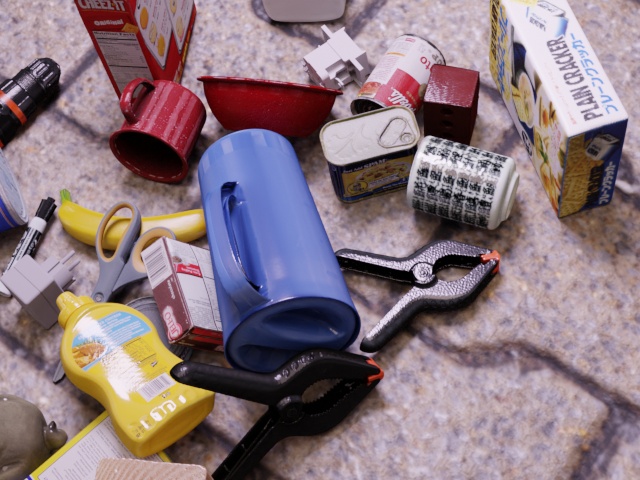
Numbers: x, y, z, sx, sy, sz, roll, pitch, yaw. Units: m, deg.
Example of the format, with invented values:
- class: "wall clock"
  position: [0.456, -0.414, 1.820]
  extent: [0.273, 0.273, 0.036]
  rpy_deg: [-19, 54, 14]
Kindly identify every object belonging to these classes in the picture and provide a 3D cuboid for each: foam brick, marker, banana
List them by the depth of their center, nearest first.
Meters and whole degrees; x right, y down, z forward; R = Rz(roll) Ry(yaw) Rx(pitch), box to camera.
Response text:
- class: "foam brick"
  position: [0.143, -0.146, 1.163]
  extent: [0.053, 0.078, 0.051]
  rpy_deg: [11, 62, 13]
- class: "banana"
  position: [-0.209, -0.019, 1.166]
  extent: [0.198, 0.037, 0.069]
  rpy_deg: [9, 63, 13]
- class: "marker"
  position: [-0.323, 0.005, 1.175]
  extent: [0.020, 0.020, 0.121]
  rpy_deg: [17, 69, 16]

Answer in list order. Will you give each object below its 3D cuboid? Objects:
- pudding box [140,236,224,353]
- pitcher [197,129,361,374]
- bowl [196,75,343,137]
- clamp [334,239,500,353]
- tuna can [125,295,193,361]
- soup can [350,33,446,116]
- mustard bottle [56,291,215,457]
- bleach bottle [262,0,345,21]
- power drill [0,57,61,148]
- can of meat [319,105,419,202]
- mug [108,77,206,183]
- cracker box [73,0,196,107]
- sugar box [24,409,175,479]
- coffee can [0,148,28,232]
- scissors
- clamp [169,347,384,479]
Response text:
- class: "pudding box"
  position: [-0.126, 0.057, 1.082]
  extent: [0.039, 0.089, 0.113]
  rpy_deg: [-36, 58, 25]
- class: "pitcher"
  position: [-0.057, 0.001, 1.066]
  extent: [0.144, 0.149, 0.243]
  rpy_deg: [-3, 51, -19]
- class: "bowl"
  position: [-0.057, -0.144, 1.169]
  extent: [0.162, 0.162, 0.055]
  rpy_deg: [7, 95, 11]
- class: "clamp"
  position: [0.096, 0.036, 1.093]
  extent: [0.171, 0.039, 0.120]
  rpy_deg: [-21, 65, -11]
- class: "tuna can"
  position: [-0.174, 0.102, 1.097]
  extent: [0.086, 0.034, 0.086]
  rpy_deg: [-3, 61, 6]
- class: "soup can"
  position: [0.088, -0.172, 1.191]
  extent: [0.069, 0.068, 0.102]
  rpy_deg: [26, 67, 20]
- class: "mustard bottle"
  position: [-0.195, 0.116, 1.035]
  extent: [0.096, 0.058, 0.192]
  rpy_deg: [-33, 61, -29]
- class: "bleach bottle"
  position: [-0.008, -0.387, 1.327]
  extent: [0.102, 0.068, 0.250]
  rpy_deg: [1, 59, 8]
- class: "power drill"
  position: [-0.426, -0.186, 1.277]
  extent: [0.188, 0.057, 0.184]
  rpy_deg: [36, 72, 24]
- class: "can of meat"
  position: [0.056, -0.090, 1.141]
  extent: [0.102, 0.084, 0.057]
  rpy_deg: [-15, 60, 0]
- class: "mug"
  position: [-0.182, -0.131, 1.183]
  extent: [0.093, 0.117, 0.081]
  rpy_deg: [-1, 54, 33]
- class: "cracker box"
  position: [-0.206, -0.270, 1.202]
  extent: [0.072, 0.213, 0.164]
  rpy_deg: [3, 62, 9]
- class: "sugar box"
  position: [-0.229, 0.246, 1.020]
  extent: [0.176, 0.048, 0.093]
  rpy_deg: [-41, 64, -10]
- class: "coffee can"
  position: [-0.407, -0.040, 1.169]
  extent: [0.140, 0.103, 0.103]
  rpy_deg: [-22, 61, -4]
- class: "scissors"
  position: [-0.211, 0.059, 1.118]
  extent: [0.096, 0.016, 0.202]
  rpy_deg: [11, 80, 5]
- class: "clamp"
  position: [-0.038, 0.164, 1.012]
  extent: [0.209, 0.164, 0.036]
  rpy_deg: [-12, 31, -22]
